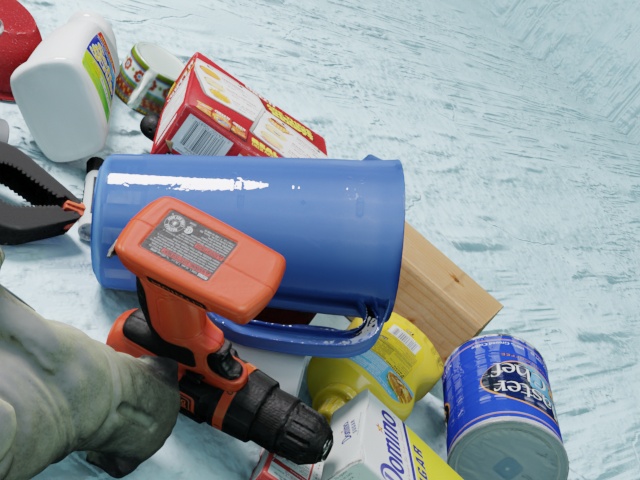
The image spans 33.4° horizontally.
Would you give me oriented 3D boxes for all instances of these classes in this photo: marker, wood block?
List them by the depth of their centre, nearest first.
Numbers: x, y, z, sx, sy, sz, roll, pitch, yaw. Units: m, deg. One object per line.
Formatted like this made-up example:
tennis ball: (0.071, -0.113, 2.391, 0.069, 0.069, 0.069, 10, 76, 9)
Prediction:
marker: (-0.200, -0.040, 0.940, 0.020, 0.020, 0.121, 26, 26, -23)
wood block: (0.070, 0.039, 1.079, 0.206, 0.090, 0.090, 42, 23, 11)

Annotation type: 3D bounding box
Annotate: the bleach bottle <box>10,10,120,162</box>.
bleach bottle: (-0.237, -0.173, 1.045, 0.251, 0.068, 0.102, -98, 172, -60)

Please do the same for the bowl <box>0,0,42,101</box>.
bowl: (-0.326, -0.204, 1.024, 0.162, 0.055, 0.162, 29, 25, -15)

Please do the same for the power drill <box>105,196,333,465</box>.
power drill: (-0.068, 0.068, 0.716, 0.184, 0.188, 0.057, 26, 54, 13)

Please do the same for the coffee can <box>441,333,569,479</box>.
coffee can: (0.162, 0.163, 0.961, 0.102, 0.103, 0.140, 32, 24, -11)

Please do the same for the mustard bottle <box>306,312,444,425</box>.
mustard bottle: (0.040, 0.121, 0.926, 0.096, 0.058, 0.191, 42, 24, 9)

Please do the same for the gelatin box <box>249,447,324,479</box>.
gelatin box: (-0.012, 0.177, 0.791, 0.073, 0.030, 0.089, 36, 23, -6)

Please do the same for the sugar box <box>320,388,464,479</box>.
sugar box: (0.078, 0.201, 0.807, 0.176, 0.048, 0.093, 46, 21, -15)

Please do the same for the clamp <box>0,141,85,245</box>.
clamp: (-0.280, -0.057, 0.821, 0.209, 0.036, 0.164, 16, 46, -42)

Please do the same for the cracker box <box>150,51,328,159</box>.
cracker box: (-0.073, -0.085, 1.012, 0.164, 0.072, 0.213, 34, 16, -16)

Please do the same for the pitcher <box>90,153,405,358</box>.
pitcher: (-0.056, 0.001, 0.849, 0.242, 0.145, 0.149, 4, 12, -4)
